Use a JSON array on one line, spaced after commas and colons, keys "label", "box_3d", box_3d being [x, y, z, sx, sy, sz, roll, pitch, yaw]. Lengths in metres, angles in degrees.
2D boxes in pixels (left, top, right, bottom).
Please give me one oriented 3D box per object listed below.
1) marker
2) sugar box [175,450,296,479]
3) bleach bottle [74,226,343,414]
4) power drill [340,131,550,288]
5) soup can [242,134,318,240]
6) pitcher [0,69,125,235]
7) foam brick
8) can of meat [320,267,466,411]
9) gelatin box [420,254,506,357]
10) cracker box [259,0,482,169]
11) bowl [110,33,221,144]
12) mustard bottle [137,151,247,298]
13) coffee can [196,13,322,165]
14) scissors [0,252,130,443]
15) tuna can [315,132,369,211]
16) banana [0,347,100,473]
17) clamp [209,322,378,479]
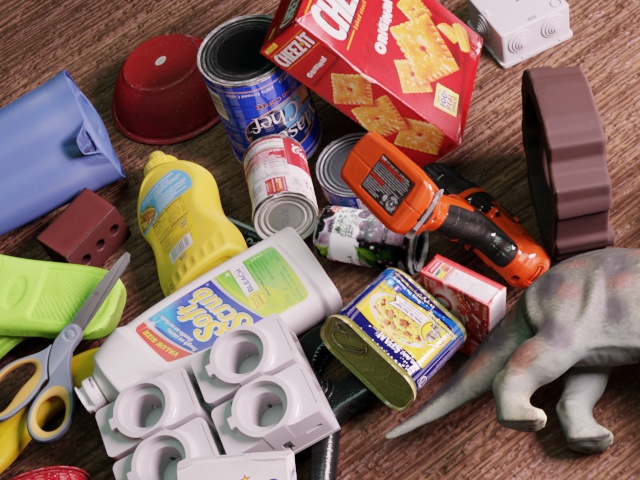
[{"label": "marker", "box_3d": [-0.057, 0.001, 1.094, 0.121, 0.020, 0.020, 22, 63, 28]}, {"label": "sugar box", "box_3d": [-0.061, 0.258, 0.841, 0.093, 0.048, 0.176, -6, 85, 5]}, {"label": "bleach bottle", "box_3d": [-0.109, 0.090, 1.000, 0.250, 0.068, 0.103, -31, 68, -10]}, {"label": "power drill", "box_3d": [0.107, -0.038, 0.982, 0.057, 0.187, 0.185, -57, 45, 14]}, {"label": "soup can", "box_3d": [-0.042, -0.052, 1.086, 0.068, 0.068, 0.102, -16, 41, 3]}, {"label": "pitcher", "box_3d": [-0.347, -0.075, 1.171, 0.243, 0.149, 0.145, -28, 67, -3]}, {"label": "foam brick", "box_3d": [-0.249, -0.005, 1.130, 0.051, 0.053, 0.078, 27, 67, 30]}, {"label": "can of meat", "box_3d": [0.066, 0.084, 0.939, 0.102, 0.057, 0.083, 43, 58, 11]}, {"label": "gelatin box", "box_3d": [0.127, 0.064, 0.953, 0.073, 0.089, 0.030, 28, 56, 31]}, {"label": "cracker box", "box_3d": [0.061, -0.200, 1.088, 0.072, 0.213, 0.164, -32, 32, 46]}, {"label": "bowl", "box_3d": [-0.177, -0.189, 1.244, 0.162, 0.055, 0.162, -8, 53, 10]}, {"label": "mustard bottle", "box_3d": [-0.144, -0.026, 1.105, 0.096, 0.058, 0.192, -46, 49, 20]}, {"label": "coffee can", "box_3d": [-0.062, -0.153, 1.131, 0.103, 0.140, 0.103, -7, 53, 10]}, {"label": "scissors", "box_3d": [-0.230, 0.109, 1.013, 0.201, 0.016, 0.096, -42, 75, -12]}, {"label": "tuna can", "box_3d": [0.040, -0.070, 1.110, 0.086, 0.033, 0.086, -8, 53, 10]}, {"label": "banana", "box_3d": [-0.247, 0.153, 1.023, 0.197, 0.037, 0.070, -29, 52, -7]}, {"label": "clamp", "box_3d": [-0.013, 0.139, 0.971, 0.165, 0.036, 0.209, 22, 67, 27]}]
